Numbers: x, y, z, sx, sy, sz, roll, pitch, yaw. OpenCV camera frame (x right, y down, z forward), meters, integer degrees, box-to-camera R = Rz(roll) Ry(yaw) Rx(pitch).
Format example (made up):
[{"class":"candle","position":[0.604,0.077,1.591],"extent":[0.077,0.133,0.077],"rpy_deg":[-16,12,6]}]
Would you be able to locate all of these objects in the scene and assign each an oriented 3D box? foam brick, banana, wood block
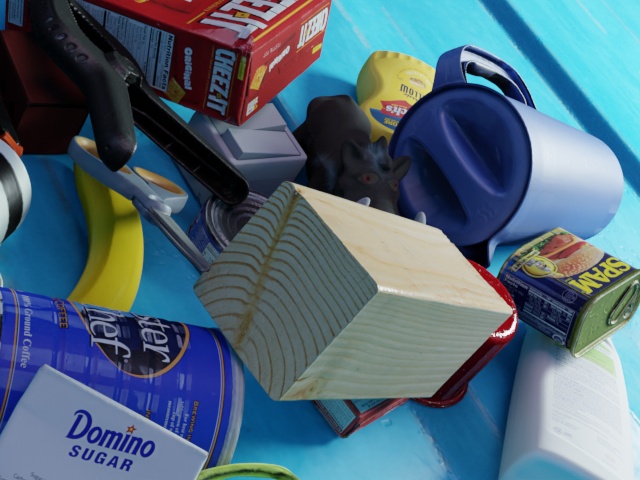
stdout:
[{"class":"foam brick","position":[-0.210,-0.108,0.779],"extent":[0.051,0.053,0.078],"rpy_deg":[-3,52,-40]},{"class":"banana","position":[-0.152,0.008,0.716],"extent":[0.069,0.037,0.197],"rpy_deg":[24,39,-15]},{"class":"wood block","position":[0.029,0.038,0.673],"extent":[0.090,0.091,0.205],"rpy_deg":[50,18,26]}]

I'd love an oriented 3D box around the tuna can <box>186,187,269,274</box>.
[{"class":"tuna can","position":[-0.055,0.001,0.801],"extent":[0.086,0.034,0.086],"rpy_deg":[21,40,-19]}]

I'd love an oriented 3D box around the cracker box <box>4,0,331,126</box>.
[{"class":"cracker box","position":[-0.120,-0.187,0.868],"extent":[0.214,0.072,0.164],"rpy_deg":[22,35,13]}]

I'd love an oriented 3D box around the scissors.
[{"class":"scissors","position":[-0.097,-0.018,0.689],"extent":[0.096,0.016,0.202],"rpy_deg":[20,13,-48]}]

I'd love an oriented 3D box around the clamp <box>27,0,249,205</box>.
[{"class":"clamp","position":[-0.139,-0.106,0.758],"extent":[0.210,0.036,0.164],"rpy_deg":[53,14,28]}]

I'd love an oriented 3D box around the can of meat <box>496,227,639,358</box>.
[{"class":"can of meat","position":[0.200,0.039,0.859],"extent":[0.084,0.057,0.101],"rpy_deg":[32,38,33]}]

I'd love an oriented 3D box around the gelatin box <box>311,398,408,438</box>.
[{"class":"gelatin box","position":[0.017,0.091,0.767],"extent":[0.073,0.030,0.089],"rpy_deg":[-19,63,-49]}]

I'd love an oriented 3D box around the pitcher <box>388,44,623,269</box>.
[{"class":"pitcher","position":[0.172,-0.065,0.936],"extent":[0.145,0.149,0.242],"rpy_deg":[40,21,30]}]

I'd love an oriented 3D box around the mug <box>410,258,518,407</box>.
[{"class":"mug","position":[0.101,0.062,0.819],"extent":[0.093,0.082,0.117],"rpy_deg":[43,38,8]}]

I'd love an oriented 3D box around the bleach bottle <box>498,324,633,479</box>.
[{"class":"bleach bottle","position":[0.206,0.120,0.857],"extent":[0.102,0.068,0.250],"rpy_deg":[32,36,-4]}]

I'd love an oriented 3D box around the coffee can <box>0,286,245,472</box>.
[{"class":"coffee can","position":[-0.127,0.087,0.598],"extent":[0.140,0.103,0.103],"rpy_deg":[14,43,-26]}]

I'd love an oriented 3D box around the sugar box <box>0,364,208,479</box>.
[{"class":"sugar box","position":[-0.135,0.157,0.498],"extent":[0.093,0.048,0.176],"rpy_deg":[31,70,-9]}]

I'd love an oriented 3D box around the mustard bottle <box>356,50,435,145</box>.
[{"class":"mustard bottle","position":[0.072,-0.099,0.984],"extent":[0.096,0.058,0.191],"rpy_deg":[27,39,-12]}]
